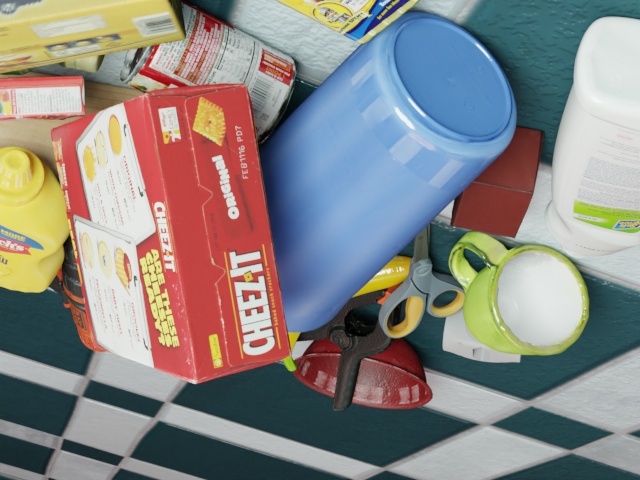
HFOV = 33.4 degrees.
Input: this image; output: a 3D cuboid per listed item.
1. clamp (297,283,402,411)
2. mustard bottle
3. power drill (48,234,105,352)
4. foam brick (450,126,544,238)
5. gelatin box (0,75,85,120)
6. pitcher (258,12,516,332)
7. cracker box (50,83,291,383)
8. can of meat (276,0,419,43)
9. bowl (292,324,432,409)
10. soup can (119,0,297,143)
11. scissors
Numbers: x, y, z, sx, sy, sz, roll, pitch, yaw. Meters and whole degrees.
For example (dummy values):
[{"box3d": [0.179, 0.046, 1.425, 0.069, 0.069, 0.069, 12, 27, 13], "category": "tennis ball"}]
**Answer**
[{"box3d": [0.016, 0.090, 1.088, 0.120, 0.039, 0.172, 33, 123, -2], "category": "clamp"}, {"box3d": [-0.233, -0.022, 0.799, 0.096, 0.058, 0.192, 32, 153, -6], "category": "mustard bottle"}, {"box3d": [-0.253, 0.003, 0.980, 0.188, 0.057, 0.184, 39, 149, 22], "category": "power drill"}, {"box3d": [0.128, -0.044, 0.784, 0.051, 0.053, 0.078, 12, 155, 5], "category": "foam brick"}, {"box3d": [-0.212, -0.097, 0.741, 0.073, 0.030, 0.089, -6, -172, -30], "category": "gelatin box"}, {"box3d": [0.028, -0.046, 0.736, 0.145, 0.149, 0.243, 26, 142, -18], "category": "pitcher"}, {"box3d": [-0.102, -0.006, 0.687, 0.072, 0.164, 0.214, -12, -174, -27], "category": "cracker box"}, {"box3d": [0.014, -0.162, 0.594, 0.083, 0.057, 0.102, 23, 155, -23], "category": "can of meat"}, {"box3d": [0.051, 0.136, 1.200, 0.162, 0.055, 0.162, 12, 155, 5], "category": "bowl"}, {"box3d": [-0.075, -0.116, 0.724, 0.102, 0.068, 0.069, 24, 153, -22], "category": "soup can"}, {"box3d": [0.107, 0.024, 0.971, 0.096, 0.016, 0.202, -8, 143, -22], "category": "scissors"}]
